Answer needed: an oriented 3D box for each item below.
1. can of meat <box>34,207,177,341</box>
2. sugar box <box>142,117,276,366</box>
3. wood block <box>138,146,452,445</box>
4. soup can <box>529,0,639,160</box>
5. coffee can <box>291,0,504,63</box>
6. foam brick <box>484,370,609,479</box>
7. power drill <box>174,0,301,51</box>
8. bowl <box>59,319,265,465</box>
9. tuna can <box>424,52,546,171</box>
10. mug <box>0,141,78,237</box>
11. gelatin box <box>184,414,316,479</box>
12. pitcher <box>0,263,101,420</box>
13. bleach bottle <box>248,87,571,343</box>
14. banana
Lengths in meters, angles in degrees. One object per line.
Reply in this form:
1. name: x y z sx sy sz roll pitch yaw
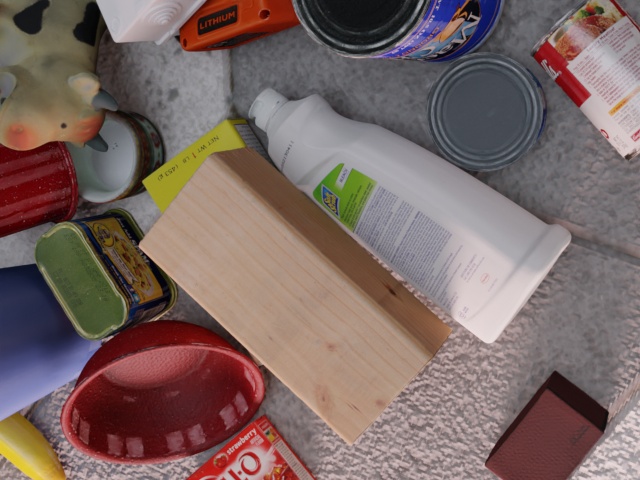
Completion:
1. can of meat: -0.176 0.027 0.872 0.057 0.083 0.102 -35 85 19
2. sugar box: -0.056 0.001 0.848 0.093 0.048 0.176 -34 84 19
3. wood block: -0.016 0.034 0.770 0.206 0.090 0.090 42 106 7
4. soup can: 0.203 -0.114 0.734 0.069 0.068 0.102 -42 83 18
5. coffee can: 0.057 -0.175 0.731 0.103 0.140 0.103 4 99 27
6. foam brick: 0.168 0.146 0.787 0.053 0.051 0.078 38 107 10
7. power drill: -0.066 -0.245 0.793 0.185 0.057 0.187 -11 92 43
8. bowl: -0.128 0.113 0.852 0.162 0.161 0.055 -36 48 19
9. tuna can: 0.122 -0.094 0.782 0.086 0.033 0.086 2 97 18
10. mug: -0.257 -0.039 0.855 0.093 0.081 0.117 54 139 16
11. gelatin box: -0.059 0.200 0.881 0.089 0.030 0.073 -41 83 18
12. pitcher: -0.283 0.088 0.831 0.149 0.242 0.145 30 105 13
13. bleach bottle: 0.053 -0.037 0.788 0.251 0.068 0.103 38 134 12
14. banana: -0.313 0.166 0.963 0.198 0.037 0.070 14 118 18
